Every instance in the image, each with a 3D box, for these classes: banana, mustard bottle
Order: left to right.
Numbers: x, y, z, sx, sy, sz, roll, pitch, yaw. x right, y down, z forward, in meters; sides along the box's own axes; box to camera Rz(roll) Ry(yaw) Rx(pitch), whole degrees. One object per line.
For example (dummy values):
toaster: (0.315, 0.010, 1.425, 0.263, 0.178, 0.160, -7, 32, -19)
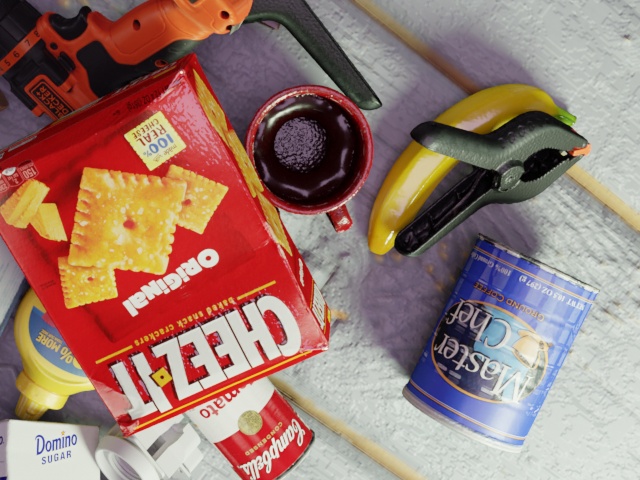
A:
mustard bottle: (-0.175, 0.054, 0.807, 0.096, 0.058, 0.191, 31, 94, -16)
banana: (0.108, -0.067, 0.835, 0.198, 0.037, 0.069, -33, 101, -1)

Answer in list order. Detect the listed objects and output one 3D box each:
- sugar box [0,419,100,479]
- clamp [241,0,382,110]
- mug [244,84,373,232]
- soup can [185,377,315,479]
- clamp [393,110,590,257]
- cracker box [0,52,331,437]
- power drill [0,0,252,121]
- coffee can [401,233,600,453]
sugar box: (-0.206, 0.223, 0.780, 0.048, 0.093, 0.176, -17, 69, 30)
clamp: (-0.028, -0.183, 0.761, 0.210, 0.036, 0.165, 7, 108, -6)
mug: (-0.007, -0.060, 0.798, 0.093, 0.081, 0.117, -30, 101, -2)
soup can: (-0.061, 0.135, 0.829, 0.068, 0.068, 0.102, -39, 101, 0)
clamp: (0.129, -0.061, 0.799, 0.171, 0.039, 0.120, -27, 146, -18)
cracker box: (-0.110, 0.007, 0.723, 0.164, 0.072, 0.213, -24, 107, 10)
power drill: (-0.154, -0.161, 0.736, 0.188, 0.057, 0.184, -31, 115, 32)
coffee can: (0.139, 0.079, 0.828, 0.102, 0.103, 0.140, 24, 95, -10)
